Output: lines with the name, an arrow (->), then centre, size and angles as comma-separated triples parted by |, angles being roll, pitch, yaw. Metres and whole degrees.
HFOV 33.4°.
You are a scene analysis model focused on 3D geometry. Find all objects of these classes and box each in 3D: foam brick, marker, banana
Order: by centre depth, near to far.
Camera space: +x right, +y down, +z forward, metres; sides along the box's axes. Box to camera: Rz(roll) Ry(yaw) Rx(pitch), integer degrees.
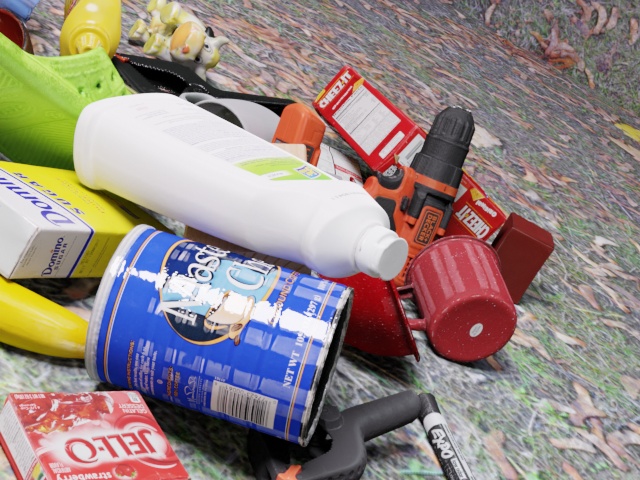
banana -> -0.226, 0.021, 0.671 | 0.198, 0.037, 0.069 | 33, 23, 7
marker -> 0.094, 0.156, 0.801 | 0.020, 0.020, 0.121 | 19, 25, -25
foam brick -> 0.211, 0.018, 1.162 | 0.053, 0.078, 0.051 | 29, 24, -2

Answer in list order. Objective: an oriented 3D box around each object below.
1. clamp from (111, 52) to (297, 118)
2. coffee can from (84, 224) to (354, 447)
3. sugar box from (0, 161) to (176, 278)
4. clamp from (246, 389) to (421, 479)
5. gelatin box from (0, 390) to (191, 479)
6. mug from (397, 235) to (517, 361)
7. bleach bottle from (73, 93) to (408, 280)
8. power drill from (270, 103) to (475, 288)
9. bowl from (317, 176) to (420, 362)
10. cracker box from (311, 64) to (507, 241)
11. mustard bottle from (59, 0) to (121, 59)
clamp -> -0.125, -0.145, 1.127 | 0.210, 0.036, 0.164 | 30, 36, 7
coffee can -> -0.061, 0.058, 0.664 | 0.140, 0.103, 0.102 | 16, 21, 7
sugar box -> -0.184, -0.015, 0.744 | 0.093, 0.048, 0.176 | 34, 9, 18
clamp -> 0.008, 0.128, 0.718 | 0.120, 0.039, 0.171 | 10, 26, 3
gelatin box -> -0.126, 0.118, 0.595 | 0.089, 0.030, 0.073 | 7, 32, -43
mug -> 0.118, 0.057, 0.968 | 0.117, 0.093, 0.081 | -5, 35, -6
bleach bottle -> -0.052, -0.032, 0.716 | 0.251, 0.068, 0.102 | 27, 30, 36
power drill -> 0.044, -0.060, 0.984 | 0.187, 0.184, 0.057 | 19, 4, -26
bowl -> 0.029, 0.032, 0.876 | 0.162, 0.055, 0.162 | -21, 91, -89
cracker box -> 0.093, -0.090, 1.178 | 0.164, 0.072, 0.214 | 40, 7, -31
mustard bottle -> -0.237, -0.226, 1.107 | 0.058, 0.096, 0.191 | 21, 24, -21
